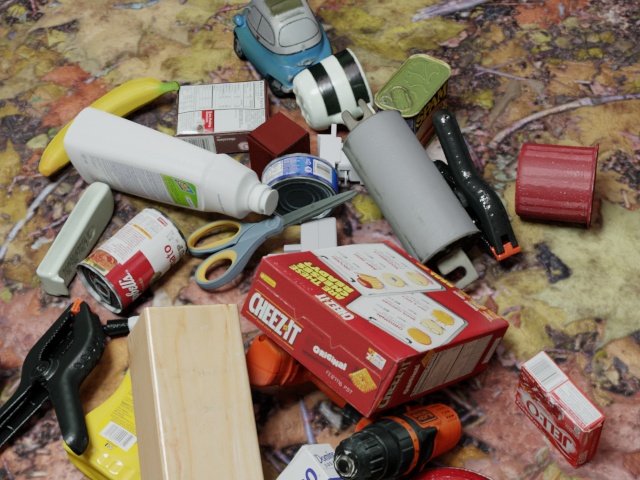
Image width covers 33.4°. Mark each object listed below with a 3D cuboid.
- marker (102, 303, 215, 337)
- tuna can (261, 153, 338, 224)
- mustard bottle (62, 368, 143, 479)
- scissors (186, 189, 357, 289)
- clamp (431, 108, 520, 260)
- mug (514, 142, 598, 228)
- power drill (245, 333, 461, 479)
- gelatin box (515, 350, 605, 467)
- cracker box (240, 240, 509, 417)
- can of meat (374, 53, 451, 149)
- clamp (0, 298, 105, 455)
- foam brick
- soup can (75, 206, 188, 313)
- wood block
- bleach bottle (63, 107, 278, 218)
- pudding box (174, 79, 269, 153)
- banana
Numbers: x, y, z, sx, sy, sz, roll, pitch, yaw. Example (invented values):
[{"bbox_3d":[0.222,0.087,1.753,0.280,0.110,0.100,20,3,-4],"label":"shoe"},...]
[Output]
[{"bbox_3d":[-0.167,0.084,1.115,0.121,0.020,0.020,-8,51,-2],"label":"marker"},{"bbox_3d":[-0.023,-0.055,1.173,0.086,0.086,0.033,-2,53,3],"label":"tuna can"},{"bbox_3d":[-0.152,0.155,1.032,0.096,0.058,0.191,27,58,22],"label":"mustard bottle"},{"bbox_3d":[-0.057,0.001,1.132,0.202,0.016,0.096,-10,51,24],"label":"scissors"},{"bbox_3d":[0.160,-0.049,1.162,0.039,0.120,0.171,-23,74,-5],"label":"clamp"},{"bbox_3d":[0.259,-0.067,1.168,0.081,0.093,0.117,6,21,15],"label":"mug"},{"bbox_3d":[0.018,0.150,0.974,0.188,0.057,0.184,32,17,29],"label":"power drill"},{"bbox_3d":[0.221,0.158,0.992,0.030,0.073,0.089,-29,56,-17],"label":"gelatin box"},{"bbox_3d":[0.055,0.075,1.006,0.164,0.072,0.213,36,24,28],"label":"cracker box"},{"bbox_3d":[0.107,-0.152,1.242,0.057,0.084,0.102,26,58,23],"label":"can of meat"},{"bbox_3d":[-0.273,0.143,1.047,0.165,0.036,0.210,-20,35,22],"label":"clamp"},{"bbox_3d":[-0.046,-0.094,1.212,0.053,0.078,0.051,37,62,26],"label":"foam brick"},{"bbox_3d":[-0.200,0.020,1.138,0.069,0.068,0.102,32,59,26],"label":"soup can"},{"bbox_3d":[-0.111,0.169,0.949,0.090,0.091,0.206,-1,67,-21],"label":"wood block"},{"bbox_3d":[-0.158,-0.073,1.175,0.251,0.102,0.068,19,67,23],"label":"bleach bottle"},{"bbox_3d":[-0.118,-0.148,1.287,0.113,0.039,0.090,-3,50,0],"label":"pudding box"},{"bbox_3d":[-0.264,-0.145,1.284,0.197,0.037,0.070,-39,24,-16],"label":"banana"}]
